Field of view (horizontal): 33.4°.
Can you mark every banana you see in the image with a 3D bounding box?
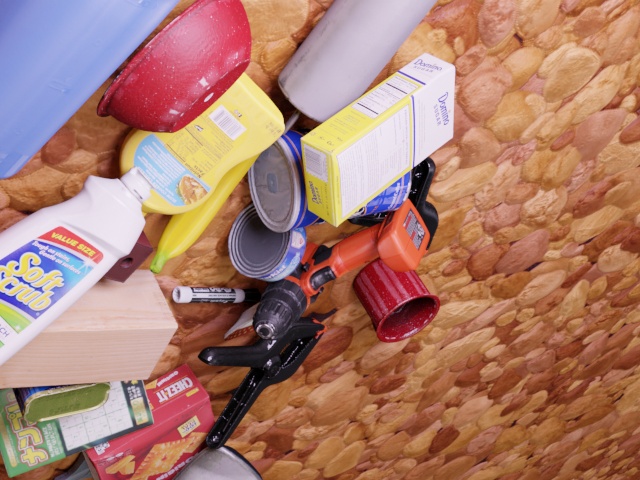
[{"bbox_3d":[-0.107,-0.051,1.081,0.037,0.070,0.198,32,103,-22],"label":"banana"}]

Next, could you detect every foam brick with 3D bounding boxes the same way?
[{"bbox_3d":[-0.218,0.000,1.067,0.053,0.051,0.078,-45,144,18],"label":"foam brick"}]

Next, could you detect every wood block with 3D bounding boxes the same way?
[{"bbox_3d":[-0.267,0.089,1.109,0.205,0.090,0.091,2,134,-39],"label":"wood block"}]

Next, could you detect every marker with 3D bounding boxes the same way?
[{"bbox_3d":[-0.119,0.065,1.259,0.120,0.020,0.020,3,133,-41],"label":"marker"}]

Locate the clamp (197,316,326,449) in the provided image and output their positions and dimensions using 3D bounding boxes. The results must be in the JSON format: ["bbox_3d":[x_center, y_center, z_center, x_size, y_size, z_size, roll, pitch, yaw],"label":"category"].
[{"bbox_3d":[-0.074,0.165,1.350,0.209,0.036,0.165,-27,136,-40],"label":"clamp"}]

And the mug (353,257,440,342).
[{"bbox_3d":[0.093,0.080,1.390,0.093,0.081,0.117,-13,142,-26],"label":"mug"}]

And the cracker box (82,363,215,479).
[{"bbox_3d":[-0.215,0.277,1.387,0.164,0.072,0.214,-27,143,-19],"label":"cracker box"}]

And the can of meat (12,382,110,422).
[{"bbox_3d":[-0.289,0.145,1.169,0.101,0.084,0.057,-9,140,-30],"label":"can of meat"}]

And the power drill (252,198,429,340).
[{"bbox_3d":[0.020,0.031,1.174,0.188,0.184,0.057,-23,108,26],"label":"power drill"}]

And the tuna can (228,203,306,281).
[{"bbox_3d":[-0.058,0.001,1.166,0.086,0.086,0.033,-45,146,18],"label":"tuna can"}]

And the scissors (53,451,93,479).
[{"bbox_3d":[-0.333,0.303,1.397,0.201,0.016,0.096,-18,142,-21],"label":"scissors"}]

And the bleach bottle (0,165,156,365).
[{"bbox_3d":[-0.257,0.019,0.963,0.251,0.068,0.102,-42,106,-4],"label":"bleach bottle"}]

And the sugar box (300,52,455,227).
[{"bbox_3d":[0.059,-0.100,1.033,0.176,0.048,0.093,-39,144,-30],"label":"sugar box"}]

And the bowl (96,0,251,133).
[{"bbox_3d":[-0.110,-0.141,0.894,0.162,0.055,0.162,-42,-178,2],"label":"bowl"}]

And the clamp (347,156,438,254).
[{"bbox_3d":[0.108,-0.036,1.295,0.120,0.039,0.171,-33,150,11],"label":"clamp"}]

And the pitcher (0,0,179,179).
[{"bbox_3d":[-0.215,-0.164,0.798,0.149,0.145,0.243,42,113,-10],"label":"pitcher"}]

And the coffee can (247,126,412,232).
[{"bbox_3d":[0.009,-0.070,1.112,0.140,0.103,0.103,-11,141,-28],"label":"coffee can"}]

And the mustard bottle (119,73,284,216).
[{"bbox_3d":[-0.132,-0.081,1.011,0.192,0.058,0.096,-40,115,13],"label":"mustard bottle"}]
